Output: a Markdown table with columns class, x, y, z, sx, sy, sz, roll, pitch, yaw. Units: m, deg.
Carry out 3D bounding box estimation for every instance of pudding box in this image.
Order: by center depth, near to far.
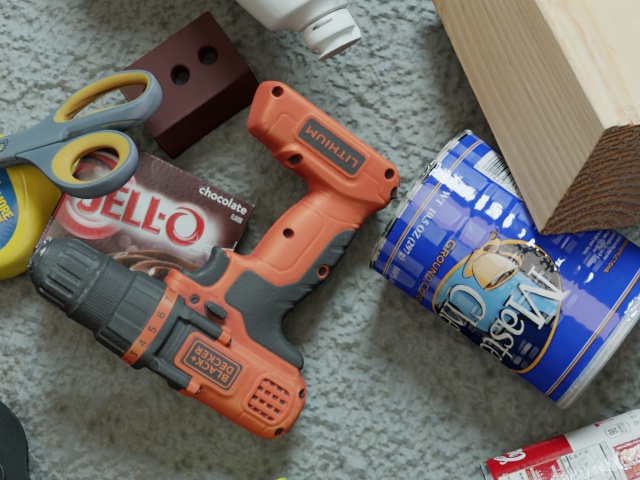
| class | x | y | z | sx | sy | sz | roll | pitch | yaw |
| --- | --- | --- | --- | --- | --- | --- | --- | --- | --- |
| pudding box | -0.111 | -0.006 | 0.675 | 0.113 | 0.039 | 0.090 | 26 | 85 | -13 |

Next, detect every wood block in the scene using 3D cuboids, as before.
| class | x | y | z | sx | sy | sz | roll | pitch | yaw |
| --- | --- | --- | --- | --- | --- | --- | --- | --- | --- |
| wood block | 0.140 | -0.114 | 0.603 | 0.090 | 0.091 | 0.206 | -6 | 56 | -18 |

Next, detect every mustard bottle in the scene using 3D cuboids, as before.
| class | x | y | z | sx | sy | sz | roll | pitch | yaw |
| --- | --- | --- | --- | --- | --- | --- | --- | --- | --- |
| mustard bottle | -0.228 | -0.015 | 0.701 | 0.191 | 0.058 | 0.096 | -30 | 70 | 2 |

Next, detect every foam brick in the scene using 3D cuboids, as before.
| class | x | y | z | sx | sy | sz | roll | pitch | yaw |
| --- | --- | --- | --- | --- | --- | --- | --- | --- | --- |
| foam brick | -0.086 | -0.101 | 0.698 | 0.078 | 0.051 | 0.053 | -36 | 78 | 1 |

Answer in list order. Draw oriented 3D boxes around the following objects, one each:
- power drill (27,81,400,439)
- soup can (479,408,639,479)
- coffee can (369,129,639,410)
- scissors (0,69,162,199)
| class | x | y | z | sx | sy | sz | roll | pitch | yaw |
| --- | --- | --- | --- | --- | --- | --- | --- | --- | --- |
| power drill | -0.054 | 0.001 | 0.641 | 0.184 | 0.057 | 0.187 | 35 | 84 | -14 |
| soup can | 0.151 | 0.144 | 0.616 | 0.102 | 0.068 | 0.068 | -20 | 79 | 4 |
| coffee can | 0.114 | 0.016 | 0.624 | 0.140 | 0.102 | 0.103 | 36 | 87 | 12 |
| scissors | -0.184 | -0.043 | 0.647 | 0.202 | 0.016 | 0.096 | -24 | 50 | 11 |
